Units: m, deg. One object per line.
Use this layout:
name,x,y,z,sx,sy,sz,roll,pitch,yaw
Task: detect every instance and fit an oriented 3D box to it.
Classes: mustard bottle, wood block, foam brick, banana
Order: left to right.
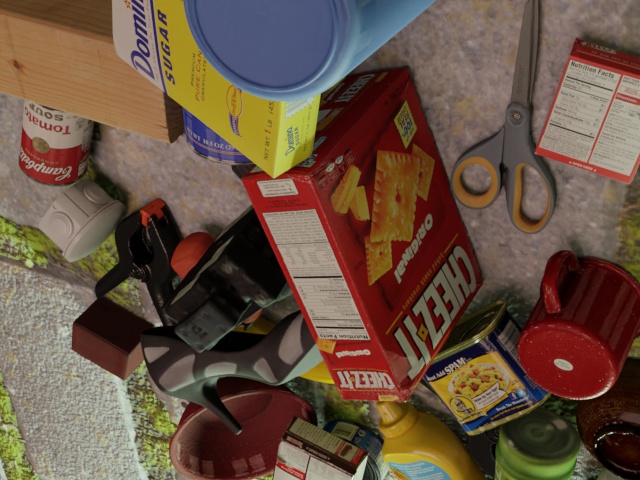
wood block,-0.198,-0.167,0.934,0.206,0.090,0.091,18,134,21
foam brick,-0.237,0.111,1.215,0.078,0.052,0.051,28,136,13
banana,-0.020,0.106,1.079,0.198,0.037,0.070,12,113,25
mustard bottle,0.116,0.230,1.069,0.191,0.058,0.096,53,146,-14

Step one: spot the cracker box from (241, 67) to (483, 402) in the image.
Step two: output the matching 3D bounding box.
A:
cracker box,0.044,-0.004,0.849,0.072,0.164,0.213,-2,123,38

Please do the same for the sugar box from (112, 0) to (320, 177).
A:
sugar box,-0.077,-0.130,0.746,0.176,0.048,0.093,36,142,24

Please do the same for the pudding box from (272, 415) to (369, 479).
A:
pudding box,-0.003,0.248,1.129,0.090,0.039,0.113,24,137,14

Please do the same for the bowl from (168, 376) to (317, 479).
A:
bowl,-0.087,0.193,1.145,0.162,0.055,0.162,-10,135,-11

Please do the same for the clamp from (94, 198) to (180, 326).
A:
clamp,-0.176,0.034,1.120,0.120,0.039,0.172,31,136,6

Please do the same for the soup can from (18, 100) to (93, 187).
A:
soup can,-0.255,-0.111,1.034,0.068,0.068,0.102,31,135,9

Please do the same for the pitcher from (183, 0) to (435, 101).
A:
pitcher,0.007,-0.185,0.667,0.149,0.242,0.145,-17,111,35

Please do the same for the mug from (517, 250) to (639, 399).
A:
mug,0.205,0.064,0.855,0.093,0.081,0.117,-3,123,36

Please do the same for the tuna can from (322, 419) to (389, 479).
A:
tuna can,0.032,0.234,1.147,0.086,0.033,0.086,18,133,21

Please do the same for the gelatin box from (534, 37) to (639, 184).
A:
gelatin box,0.201,-0.092,0.760,0.073,0.030,0.089,19,131,9

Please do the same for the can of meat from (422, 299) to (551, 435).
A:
can of meat,0.141,0.111,0.915,0.102,0.057,0.084,-33,98,41

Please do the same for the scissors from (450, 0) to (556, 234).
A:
scissors,0.135,-0.092,0.823,0.096,0.016,0.202,5,127,31
